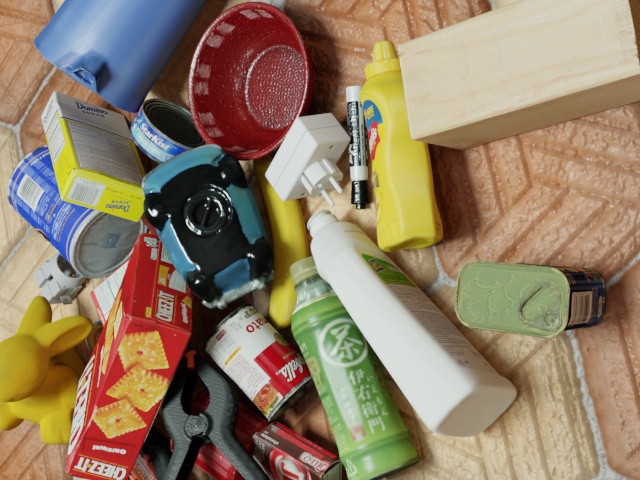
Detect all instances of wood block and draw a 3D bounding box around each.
[{"bbox_3d":[0.179,-0.147,0.895,0.207,0.090,0.090,-13,81,37],"label":"wood block"}]

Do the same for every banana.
[{"bbox_3d":[-0.042,0.005,1.097,0.070,0.037,0.198,-2,89,37],"label":"banana"}]

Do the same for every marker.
[{"bbox_3d":[0.037,-0.091,1.048,0.020,0.020,0.121,-4,88,37],"label":"marker"}]

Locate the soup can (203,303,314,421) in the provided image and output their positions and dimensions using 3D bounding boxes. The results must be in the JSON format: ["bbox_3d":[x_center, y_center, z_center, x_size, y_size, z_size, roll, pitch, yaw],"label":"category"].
[{"bbox_3d":[-0.061,0.122,1.077,0.102,0.068,0.069,46,116,12],"label":"soup can"}]

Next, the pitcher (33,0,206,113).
[{"bbox_3d":[-0.187,-0.271,1.146,0.149,0.144,0.243,44,102,31],"label":"pitcher"}]

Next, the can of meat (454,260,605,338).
[{"bbox_3d":[0.178,0.047,0.898,0.102,0.083,0.057,4,92,37],"label":"can of meat"}]

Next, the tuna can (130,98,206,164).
[{"bbox_3d":[-0.162,-0.115,1.159,0.086,0.085,0.034,50,119,26],"label":"tuna can"}]

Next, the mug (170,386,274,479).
[{"bbox_3d":[-0.094,0.216,1.112,0.082,0.093,0.117,28,137,29],"label":"mug"}]

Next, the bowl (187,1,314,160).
[{"bbox_3d":[-0.061,-0.161,1.100,0.162,0.055,0.162,0,89,37],"label":"bowl"}]

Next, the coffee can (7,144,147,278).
[{"bbox_3d":[-0.283,-0.035,1.240,0.140,0.102,0.103,38,112,31],"label":"coffee can"}]

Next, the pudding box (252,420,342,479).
[{"bbox_3d":[-0.023,0.247,1.058,0.090,0.039,0.113,24,129,35],"label":"pudding box"}]

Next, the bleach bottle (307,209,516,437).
[{"bbox_3d":[0.069,0.065,0.986,0.068,0.102,0.251,-49,56,17],"label":"bleach bottle"}]

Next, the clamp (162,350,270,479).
[{"bbox_3d":[-0.123,0.194,1.046,0.120,0.039,0.171,-21,57,1],"label":"clamp"}]

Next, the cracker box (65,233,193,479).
[{"bbox_3d":[-0.198,0.122,1.114,0.164,0.072,0.214,-98,31,-58],"label":"cracker box"}]

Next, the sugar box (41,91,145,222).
[{"bbox_3d":[-0.251,-0.095,1.185,0.048,0.093,0.176,-59,34,20],"label":"sugar box"}]

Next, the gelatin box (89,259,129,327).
[{"bbox_3d":[-0.214,0.066,1.220,0.089,0.030,0.073,-38,62,17],"label":"gelatin box"}]

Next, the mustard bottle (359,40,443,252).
[{"bbox_3d":[0.071,-0.089,0.980,0.058,0.096,0.191,-7,83,-3],"label":"mustard bottle"}]
